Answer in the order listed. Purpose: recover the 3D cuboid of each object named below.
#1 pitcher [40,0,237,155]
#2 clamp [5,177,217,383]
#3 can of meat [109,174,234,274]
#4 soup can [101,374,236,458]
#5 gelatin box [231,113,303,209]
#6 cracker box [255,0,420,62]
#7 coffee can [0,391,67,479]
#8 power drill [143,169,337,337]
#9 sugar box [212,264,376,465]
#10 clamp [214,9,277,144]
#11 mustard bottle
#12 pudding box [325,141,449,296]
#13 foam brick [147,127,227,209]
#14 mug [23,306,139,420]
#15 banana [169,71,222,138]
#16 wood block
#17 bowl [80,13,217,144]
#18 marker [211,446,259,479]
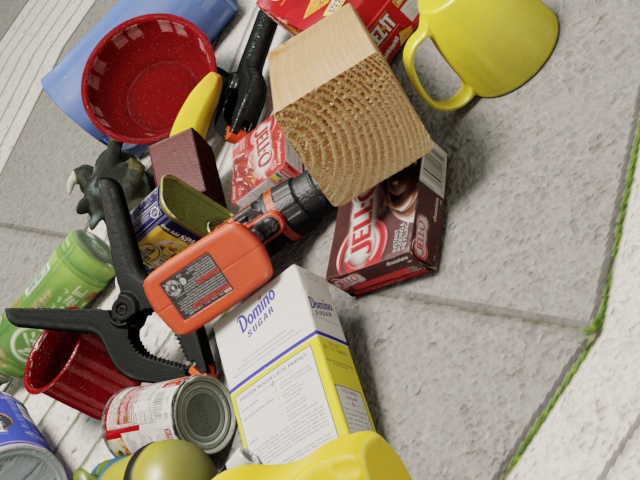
[{"bbox_3d":[-0.213,-0.230,1.316,0.243,0.149,0.145,-46,15,8],"label":"pitcher"},{"bbox_3d":[-0.169,0.052,0.957,0.210,0.036,0.164,31,94,19],"label":"clamp"},{"bbox_3d":[-0.138,-0.002,1.021,0.084,0.102,0.057,-39,36,27],"label":"can of meat"},{"bbox_3d":[-0.128,0.151,0.898,0.102,0.068,0.068,-17,48,43],"label":"soup can"},{"bbox_3d":[-0.053,-0.079,1.046,0.073,0.030,0.089,-35,38,28],"label":"gelatin box"},{"bbox_3d":[0.038,-0.263,1.059,0.164,0.072,0.214,-52,32,4],"label":"cracker box"},{"bbox_3d":[-0.316,0.220,1.045,0.103,0.102,0.140,-57,32,-3],"label":"coffee can"},{"bbox_3d":[-0.056,0.001,0.886,0.185,0.057,0.187,-35,4,18],"label":"power drill"},{"bbox_3d":[-0.017,0.115,0.777,0.093,0.048,0.176,-36,49,25],"label":"sugar box"},{"bbox_3d":[-0.091,-0.163,1.167,0.120,0.039,0.171,-42,32,50],"label":"clamp"},{"bbox_3d":[-0.029,0.189,0.689,0.192,0.096,0.058,-21,12,29],"label":"mustard bottle"},{"bbox_3d":[0.054,-0.019,0.845,0.090,0.039,0.113,-21,45,41],"label":"pudding box"},{"bbox_3d":[-0.133,-0.062,1.066,0.051,0.053,0.078,-21,65,10],"label":"foam brick"},{"bbox_3d":[-0.231,0.118,1.048,0.093,0.081,0.117,-48,33,10],"label":"mug"},{"bbox_3d":[-0.138,-0.082,1.132,0.070,0.037,0.198,-9,68,30],"label":"banana"},{"bbox_3d":[0.019,-0.117,0.872,0.091,0.090,0.206,-31,21,8],"label":"wood block"},{"bbox_3d":[-0.189,-0.176,1.220,0.162,0.055,0.162,-4,73,11],"label":"bowl"},{"bbox_3d":[-0.087,0.195,0.755,0.121,0.020,0.020,-50,33,12],"label":"marker"}]
